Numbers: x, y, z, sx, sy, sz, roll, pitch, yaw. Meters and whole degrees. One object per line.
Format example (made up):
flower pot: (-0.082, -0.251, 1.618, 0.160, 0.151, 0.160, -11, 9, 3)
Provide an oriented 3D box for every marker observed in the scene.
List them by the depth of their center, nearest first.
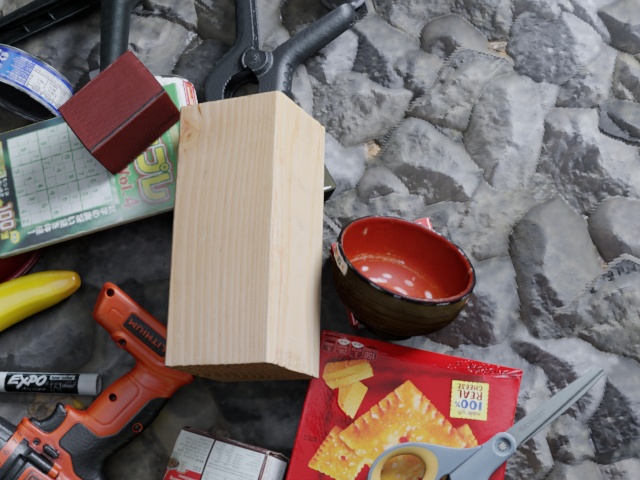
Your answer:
marker: (-0.247, 0.121, 0.903, 0.121, 0.020, 0.020, 1, 74, 5)

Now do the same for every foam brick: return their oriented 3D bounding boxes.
foam brick: (-0.160, -0.102, 0.857, 0.078, 0.053, 0.051, -41, 71, -5)

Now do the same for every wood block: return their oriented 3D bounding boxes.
wood block: (-0.055, 0.001, 0.830, 0.091, 0.090, 0.206, -6, 73, 25)

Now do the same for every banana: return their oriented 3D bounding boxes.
banana: (-0.293, 0.084, 0.902, 0.070, 0.037, 0.197, 36, 70, 22)

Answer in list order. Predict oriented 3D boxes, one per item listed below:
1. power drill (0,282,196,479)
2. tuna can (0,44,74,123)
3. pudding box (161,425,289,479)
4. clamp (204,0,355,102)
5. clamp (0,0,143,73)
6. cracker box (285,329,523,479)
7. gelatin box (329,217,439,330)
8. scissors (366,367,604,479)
power drill: (-0.200, 0.128, 0.857, 0.184, 0.057, 0.187, 39, 82, -7)
tuna can: (-0.262, -0.137, 0.944, 0.086, 0.086, 0.033, 22, 75, 10)
pudding box: (-0.085, 0.211, 0.840, 0.090, 0.039, 0.113, 10, 76, 30)
clamp: (-0.044, -0.158, 0.955, 0.120, 0.039, 0.171, 13, 80, 23)
clamp: (-0.206, -0.232, 0.983, 0.165, 0.036, 0.210, 15, 64, 23)
cracker box: (0.057, 0.190, 0.831, 0.164, 0.072, 0.213, 12, 76, 8)
gelatin box: (0.059, 0.029, 0.900, 0.089, 0.030, 0.073, -16, 75, 0)
scissors: (0.114, 0.147, 0.793, 0.096, 0.016, 0.201, 37, 80, 11)
